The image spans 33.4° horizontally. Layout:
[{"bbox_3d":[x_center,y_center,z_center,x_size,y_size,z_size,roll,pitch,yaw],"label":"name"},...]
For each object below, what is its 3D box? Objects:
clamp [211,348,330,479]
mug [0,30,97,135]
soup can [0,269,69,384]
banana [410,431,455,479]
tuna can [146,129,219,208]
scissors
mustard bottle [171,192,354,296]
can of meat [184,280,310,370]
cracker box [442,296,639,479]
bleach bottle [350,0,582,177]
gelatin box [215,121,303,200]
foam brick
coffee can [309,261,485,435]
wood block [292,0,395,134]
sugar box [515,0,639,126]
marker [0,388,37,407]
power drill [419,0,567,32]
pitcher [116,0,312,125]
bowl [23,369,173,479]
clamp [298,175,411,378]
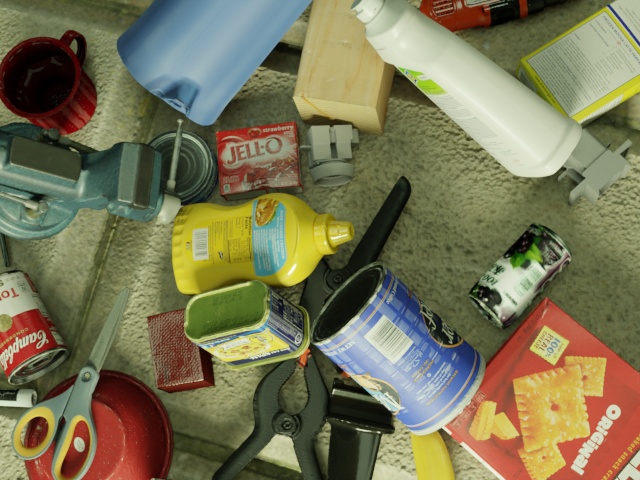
[{"bbox_3d":[-0.027,0.196,1.079,0.120,0.039,0.171,24,79,-6],"label":"clamp"},{"bbox_3d":[-0.290,-0.175,1.171,0.093,0.081,0.117,21,81,11],"label":"mug"},{"bbox_3d":[-0.317,0.090,1.122,0.068,0.068,0.102,-32,75,-1],"label":"soup can"},{"bbox_3d":[0.099,0.274,1.046,0.069,0.037,0.198,15,80,8],"label":"banana"},{"bbox_3d":[-0.154,-0.076,1.157,0.086,0.033,0.086,-2,77,6],"label":"tuna can"},{"bbox_3d":[-0.253,0.141,1.072,0.096,0.016,0.202,5,78,9],"label":"scissors"},{"bbox_3d":[-0.057,0.001,1.090,0.192,0.058,0.096,-7,75,23],"label":"mustard bottle"},{"bbox_3d":[-0.074,0.085,1.069,0.102,0.083,0.057,-15,59,23],"label":"can of meat"},{"bbox_3d":[0.246,0.186,1.031,0.214,0.072,0.164,41,85,13],"label":"cracker box"},{"bbox_3d":[0.136,-0.161,1.054,0.250,0.103,0.068,37,81,-17],"label":"bleach bottle"},{"bbox_3d":[-0.066,-0.085,1.150,0.089,0.030,0.073,-6,77,5],"label":"gelatin box"},{"bbox_3d":[-0.144,0.114,1.104,0.053,0.051,0.078,-10,76,5],"label":"foam brick"},{"bbox_3d":[0.074,0.104,1.028,0.140,0.103,0.103,43,85,-13],"label":"coffee can"},{"bbox_3d":[0.038,-0.229,1.140,0.090,0.091,0.206,9,79,9],"label":"wood block"},{"bbox_3d":[0.305,-0.193,1.124,0.176,0.048,0.093,-31,75,-4],"label":"sugar box"},{"bbox_3d":[-0.363,0.166,1.135,0.121,0.020,0.020,1,77,7],"label":"marker"},{"bbox_3d":[0.184,-0.326,1.160,0.184,0.057,0.187,-13,76,4],"label":"power drill"},{"bbox_3d":[-0.089,-0.252,1.103,0.243,0.144,0.149,-44,75,20],"label":"pitcher"},{"bbox_3d":[-0.236,0.210,1.092,0.162,0.055,0.162,-2,77,7],"label":"bowl"},{"bbox_3d":[0.030,0.035,1.105,0.165,0.036,0.210,-15,77,13],"label":"clamp"}]
